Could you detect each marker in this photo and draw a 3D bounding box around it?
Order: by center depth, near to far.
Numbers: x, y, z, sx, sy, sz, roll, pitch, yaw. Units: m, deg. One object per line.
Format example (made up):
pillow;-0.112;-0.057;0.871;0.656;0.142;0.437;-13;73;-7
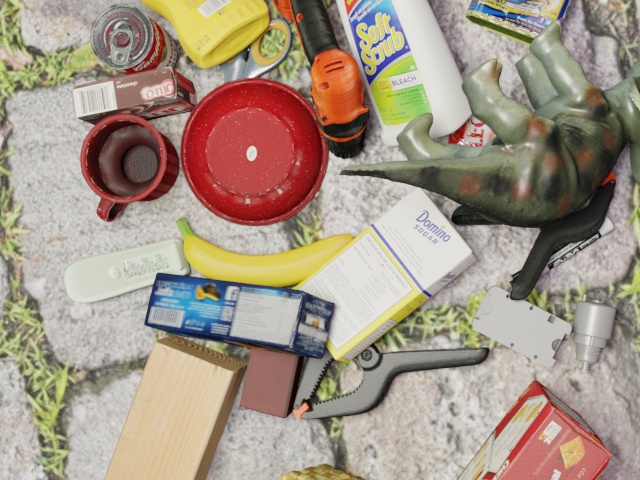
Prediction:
marker;0.250;0.014;1.113;0.121;0.020;0.020;-34;85;6

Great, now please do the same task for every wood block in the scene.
wood block;-0.160;0.214;1.129;0.091;0.090;0.206;21;91;6

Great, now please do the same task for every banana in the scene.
banana;-0.063;0.019;1.142;0.198;0.037;0.070;5;102;6

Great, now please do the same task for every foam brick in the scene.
foam brick;-0.050;0.143;1.134;0.051;0.053;0.078;11;89;7

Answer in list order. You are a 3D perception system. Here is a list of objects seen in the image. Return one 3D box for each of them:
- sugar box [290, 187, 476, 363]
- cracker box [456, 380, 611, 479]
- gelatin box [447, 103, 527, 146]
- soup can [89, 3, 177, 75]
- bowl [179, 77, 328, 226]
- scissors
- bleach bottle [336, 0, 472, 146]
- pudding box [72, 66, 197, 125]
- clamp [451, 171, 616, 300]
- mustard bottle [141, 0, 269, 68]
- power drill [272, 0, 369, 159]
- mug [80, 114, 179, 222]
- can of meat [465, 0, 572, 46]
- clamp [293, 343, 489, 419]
sugar box;0.064;0.036;1.093;0.176;0.048;0.093;-38;70;5
cracker box;0.182;0.223;0.985;0.072;0.213;0.164;37;94;6
gelatin box;0.172;-0.106;1.120;0.073;0.030;0.089;13;90;8
soup can;-0.197;-0.207;1.134;0.068;0.102;0.068;0;89;7
bowl;-0.073;-0.094;1.130;0.162;0.055;0.162;0;95;2
scissors;-0.079;-0.160;1.161;0.096;0.016;0.202;0;89;7
bleach bottle;0.061;-0.219;1.056;0.103;0.068;0.251;-7;119;43
pudding box;-0.196;-0.151;1.140;0.113;0.090;0.039;-8;86;8
clamp;0.233;-0.013;1.087;0.171;0.039;0.120;-23;67;-2
mustard bottle;-0.147;-0.277;1.141;0.096;0.058;0.192;-38;73;-11
power drill;0.001;-0.190;1.088;0.057;0.184;0.188;-19;70;-3
mug;-0.204;-0.073;1.143;0.093;0.081;0.117;24;92;7
can of meat;0.211;-0.253;1.105;0.102;0.057;0.084;22;93;7
clamp;0.061;0.124;1.126;0.164;0.036;0.210;43;93;11
